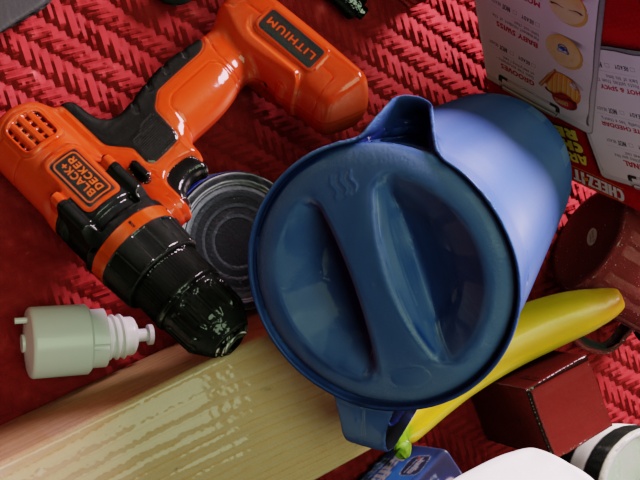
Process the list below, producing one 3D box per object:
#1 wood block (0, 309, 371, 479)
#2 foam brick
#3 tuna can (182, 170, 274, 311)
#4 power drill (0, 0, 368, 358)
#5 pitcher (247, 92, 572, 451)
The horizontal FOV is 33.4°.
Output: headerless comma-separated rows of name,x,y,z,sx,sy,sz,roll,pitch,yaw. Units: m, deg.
wood block,-0.079,0.113,0.602,0.205,0.090,0.091,-25,99,-23
foam brick,0.143,0.106,0.709,0.053,0.078,0.051,-25,100,-20
tuna can,-0.054,0.001,0.645,0.086,0.034,0.086,0,89,-24
power drill,-0.062,-0.047,0.595,0.184,0.057,0.187,43,65,14
pitcher,0.066,-0.002,0.597,0.145,0.149,0.242,53,27,1
